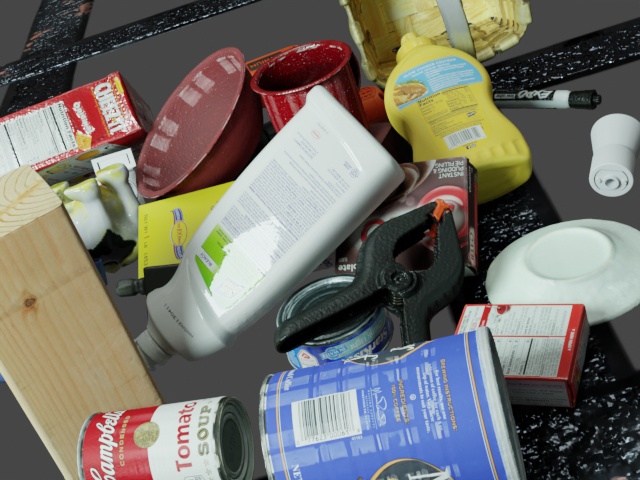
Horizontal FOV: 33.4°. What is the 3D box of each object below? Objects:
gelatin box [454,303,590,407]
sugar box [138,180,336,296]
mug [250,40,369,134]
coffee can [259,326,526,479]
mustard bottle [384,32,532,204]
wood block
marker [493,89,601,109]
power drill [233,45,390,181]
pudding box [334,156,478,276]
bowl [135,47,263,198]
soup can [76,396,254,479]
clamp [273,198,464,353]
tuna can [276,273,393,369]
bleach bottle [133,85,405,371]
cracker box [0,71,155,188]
[{"bbox_3d":[0.133,0.077,0.727,0.089,0.030,0.073,-2,38,26],"label":"gelatin box"},{"bbox_3d":[-0.070,-0.006,0.926,0.176,0.048,0.093,-16,55,12],"label":"sugar box"},{"bbox_3d":[0.001,-0.128,0.957,0.093,0.081,0.117,4,40,35],"label":"mug"},{"bbox_3d":[0.045,0.117,0.648,0.140,0.103,0.103,-14,33,11],"label":"coffee can"},{"bbox_3d":[0.109,-0.118,0.947,0.096,0.058,0.192,-20,54,1],"label":"mustard bottle"},{"bbox_3d":[-0.192,0.064,0.763,0.090,0.206,0.090,-31,34,-17],"label":"wood block"},{"bbox_3d":[0.207,-0.134,1.011,0.121,0.020,0.020,6,41,35],"label":"marker"},{"bbox_3d":[-0.041,-0.133,1.110,0.184,0.057,0.188,-21,34,-12],"label":"power drill"},{"bbox_3d":[0.069,-0.014,0.853,0.114,0.039,0.090,-6,70,24],"label":"pudding box"},{"bbox_3d":[-0.103,-0.098,0.992,0.162,0.055,0.162,-37,36,32],"label":"bowl"},{"bbox_3d":[-0.103,0.144,0.723,0.102,0.068,0.068,-10,34,15],"label":"soup can"},{"bbox_3d":[0.061,0.045,0.764,0.120,0.039,0.171,35,64,12],"label":"clamp"},{"bbox_3d":[0.010,0.063,0.812,0.086,0.033,0.086,-14,33,9],"label":"tuna can"},{"bbox_3d":[-0.055,0.001,0.838,0.251,0.068,0.103,-44,70,4],"label":"bleach bottle"},{"bbox_3d":[-0.280,-0.092,1.100,0.213,0.072,0.164,-22,-4,-1],"label":"cracker box"}]
